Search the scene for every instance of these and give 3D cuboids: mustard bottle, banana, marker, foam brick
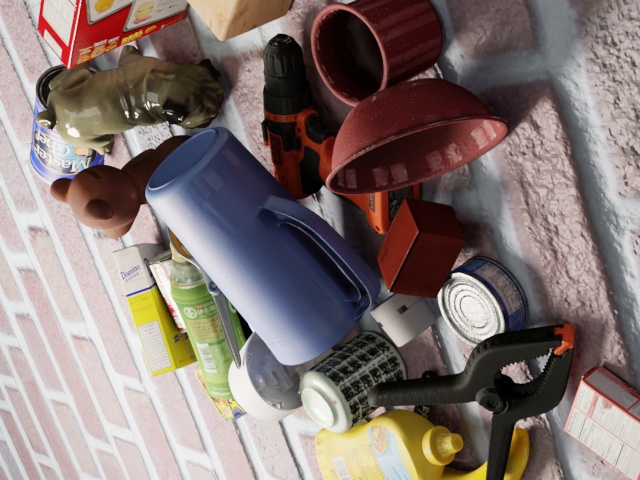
[{"bbox_3d":[0.080,0.236,1.176,0.192,0.058,0.096,-23,88,46],"label":"mustard bottle"},{"bbox_3d":[0.166,0.247,1.132,0.069,0.037,0.198,59,146,2],"label":"banana"},{"bbox_3d":[0.112,0.185,1.174,0.020,0.020,0.121,38,140,29],"label":"marker"},{"bbox_3d":[0.094,0.007,1.006,0.053,0.051,0.078,-106,31,-48],"label":"foam brick"}]

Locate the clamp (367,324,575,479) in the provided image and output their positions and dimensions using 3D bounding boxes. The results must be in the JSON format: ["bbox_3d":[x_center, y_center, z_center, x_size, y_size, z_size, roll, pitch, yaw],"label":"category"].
[{"bbox_3d":[0.154,0.140,1.005,0.164,0.036,0.210,31,126,-6],"label":"clamp"}]

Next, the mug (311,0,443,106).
[{"bbox_3d":[0.044,-0.174,0.937,0.117,0.081,0.093,8,121,50],"label":"mug"}]

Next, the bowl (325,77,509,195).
[{"bbox_3d":[0.075,-0.093,0.906,0.162,0.161,0.055,-36,67,56],"label":"bowl"}]

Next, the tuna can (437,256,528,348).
[{"bbox_3d":[0.153,0.061,1.013,0.086,0.033,0.086,32,137,35],"label":"tuna can"}]

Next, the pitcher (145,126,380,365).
[{"bbox_3d":[-0.057,0.001,1.094,0.242,0.149,0.145,49,-171,-23],"label":"pitcher"}]

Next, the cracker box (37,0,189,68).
[{"bbox_3d":[-0.198,-0.293,1.092,0.072,0.163,0.214,48,145,14],"label":"cracker box"}]

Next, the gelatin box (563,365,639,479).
[{"bbox_3d":[0.266,0.164,0.947,0.089,0.030,0.073,36,141,32],"label":"gelatin box"}]

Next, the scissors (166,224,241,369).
[{"bbox_3d":[-0.104,0.033,1.186,0.096,0.016,0.202,-38,70,14],"label":"scissors"}]

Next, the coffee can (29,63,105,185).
[{"bbox_3d":[-0.334,-0.152,1.430,0.103,0.102,0.140,48,144,18],"label":"coffee can"}]

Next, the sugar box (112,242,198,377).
[{"bbox_3d":[-0.223,0.091,1.450,0.093,0.048,0.176,-5,-101,-78],"label":"sugar box"}]

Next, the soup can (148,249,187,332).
[{"bbox_3d":[-0.178,0.062,1.418,0.069,0.068,0.102,-8,108,54],"label":"soup can"}]

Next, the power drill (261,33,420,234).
[{"bbox_3d":[0.014,-0.100,1.057,0.188,0.057,0.184,31,141,40],"label":"power drill"}]

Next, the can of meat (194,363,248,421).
[{"bbox_3d":[-0.120,0.190,1.448,0.102,0.057,0.084,58,149,5],"label":"can of meat"}]
